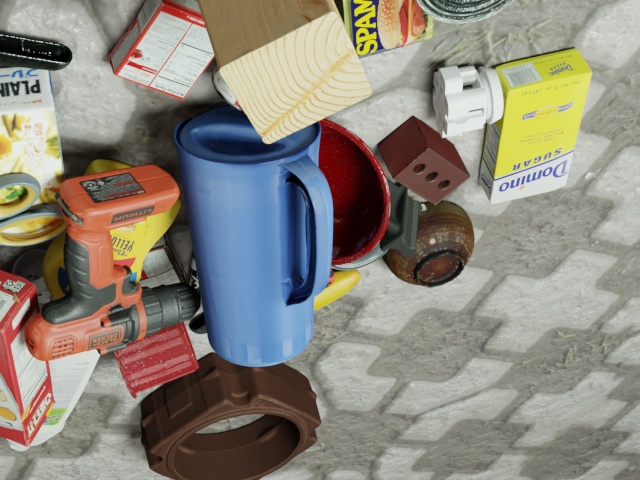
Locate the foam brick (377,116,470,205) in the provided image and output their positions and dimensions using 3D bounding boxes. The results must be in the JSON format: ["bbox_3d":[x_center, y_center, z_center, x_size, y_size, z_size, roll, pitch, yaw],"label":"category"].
[{"bbox_3d":[0.109,-0.084,1.120,0.053,0.051,0.078,-40,137,24],"label":"foam brick"}]

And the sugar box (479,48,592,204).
[{"bbox_3d":[0.225,-0.117,1.133,0.093,0.048,0.176,-13,140,-7],"label":"sugar box"}]

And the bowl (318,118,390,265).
[{"bbox_3d":[0.003,-0.058,1.067,0.162,0.055,0.162,12,121,20],"label":"bowl"}]

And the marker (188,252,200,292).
[{"bbox_3d":[-0.139,0.039,1.193,0.020,0.020,0.121,-4,139,-19],"label":"marker"}]

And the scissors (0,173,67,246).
[{"bbox_3d":[-0.326,-0.012,0.948,0.201,0.016,0.096,-11,142,-11],"label":"scissors"}]

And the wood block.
[{"bbox_3d":[-0.042,-0.187,0.810,0.091,0.206,0.090,-25,142,6],"label":"wood block"}]

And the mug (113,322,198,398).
[{"bbox_3d":[-0.193,0.112,1.215,0.081,0.093,0.117,-20,106,-6],"label":"mug"}]

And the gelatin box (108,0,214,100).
[{"bbox_3d":[-0.132,-0.172,0.934,0.073,0.030,0.089,15,131,-37],"label":"gelatin box"}]

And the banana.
[{"bbox_3d":[-0.049,0.070,1.244,0.197,0.037,0.070,-8,154,-21],"label":"banana"}]

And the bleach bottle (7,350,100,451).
[{"bbox_3d":[-0.330,0.170,1.239,0.102,0.068,0.251,8,137,-26],"label":"bleach bottle"}]

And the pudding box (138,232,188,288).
[{"bbox_3d":[-0.207,0.037,1.146,0.113,0.039,0.090,-17,140,1],"label":"pudding box"}]

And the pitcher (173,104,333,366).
[{"bbox_3d":[-0.057,0.001,1.013,0.145,0.149,0.243,0,122,3],"label":"pitcher"}]

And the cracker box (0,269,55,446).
[{"bbox_3d":[-0.362,0.102,1.080,0.164,0.072,0.214,20,140,10],"label":"cracker box"}]

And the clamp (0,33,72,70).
[{"bbox_3d":[-0.316,-0.165,0.860,0.210,0.036,0.164,-23,141,8],"label":"clamp"}]

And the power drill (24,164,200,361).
[{"bbox_3d":[-0.183,0.023,1.004,0.184,0.057,0.188,-15,133,-37],"label":"power drill"}]

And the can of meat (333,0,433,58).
[{"bbox_3d":[0.052,-0.212,0.940,0.084,0.057,0.102,-17,142,-7],"label":"can of meat"}]

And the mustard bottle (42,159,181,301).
[{"bbox_3d":[-0.221,0.017,1.062,0.096,0.058,0.192,18,113,-34],"label":"mustard bottle"}]
